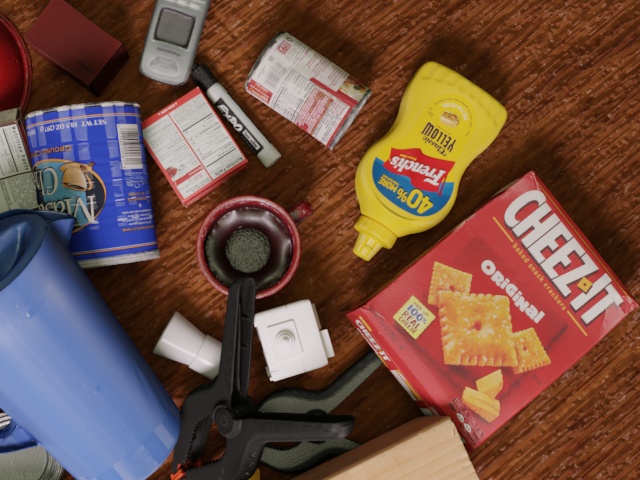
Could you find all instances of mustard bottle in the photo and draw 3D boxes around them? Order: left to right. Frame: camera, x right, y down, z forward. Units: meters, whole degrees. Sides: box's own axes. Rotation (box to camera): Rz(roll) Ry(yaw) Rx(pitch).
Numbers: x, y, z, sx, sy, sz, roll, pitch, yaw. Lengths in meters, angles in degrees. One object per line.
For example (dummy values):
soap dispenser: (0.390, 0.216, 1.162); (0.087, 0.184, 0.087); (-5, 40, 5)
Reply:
mustard bottle: (0.088, -0.066, 1.005); (0.096, 0.058, 0.191); (33, 85, -6)

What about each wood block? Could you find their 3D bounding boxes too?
wood block: (0.027, 0.234, 0.913); (0.205, 0.090, 0.091); (-23, 86, -17)

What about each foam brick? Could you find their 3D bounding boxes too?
foam brick: (-0.227, -0.181, 0.998); (0.078, 0.051, 0.053); (37, 85, 0)

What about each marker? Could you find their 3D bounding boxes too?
marker: (-0.083, -0.121, 1.018); (0.020, 0.020, 0.121); (-39, 89, -6)

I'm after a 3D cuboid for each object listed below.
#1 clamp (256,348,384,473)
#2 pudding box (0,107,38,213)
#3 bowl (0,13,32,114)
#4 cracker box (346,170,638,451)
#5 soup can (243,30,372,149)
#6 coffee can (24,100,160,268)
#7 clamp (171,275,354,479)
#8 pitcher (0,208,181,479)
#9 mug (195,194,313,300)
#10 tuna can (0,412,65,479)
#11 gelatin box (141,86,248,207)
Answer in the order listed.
clamp: (0.004, 0.180, 0.991); (0.171, 0.039, 0.120); (-19, 78, -4)
pudding box: (-0.315, -0.064, 0.971); (0.113, 0.039, 0.090); (-14, 119, -6)
bowl: (-0.353, -0.156, 0.987); (0.162, 0.055, 0.162); (0, 86, -3)
cracker box: (0.158, 0.064, 0.981); (0.213, 0.072, 0.164); (-38, 89, -13)
soup can: (-0.012, -0.141, 0.999); (0.102, 0.068, 0.068); (34, 84, 0)
coffee can: (-0.204, -0.047, 0.957); (0.102, 0.103, 0.140); (-8, 92, -4)
clamp: (-0.076, 0.142, 0.936); (0.210, 0.036, 0.164); (-43, 69, 34)
pitcher: (-0.228, 0.107, 0.892); (0.149, 0.145, 0.242); (-17, 125, 21)
mug: (-0.056, 0.001, 0.979); (0.117, 0.081, 0.093); (-39, 89, -5)
tuna can: (-0.276, 0.198, 0.975); (0.086, 0.034, 0.086); (0, 86, -4)
gelatin box: (-0.122, -0.088, 1.008); (0.073, 0.030, 0.089); (-34, 87, -6)
